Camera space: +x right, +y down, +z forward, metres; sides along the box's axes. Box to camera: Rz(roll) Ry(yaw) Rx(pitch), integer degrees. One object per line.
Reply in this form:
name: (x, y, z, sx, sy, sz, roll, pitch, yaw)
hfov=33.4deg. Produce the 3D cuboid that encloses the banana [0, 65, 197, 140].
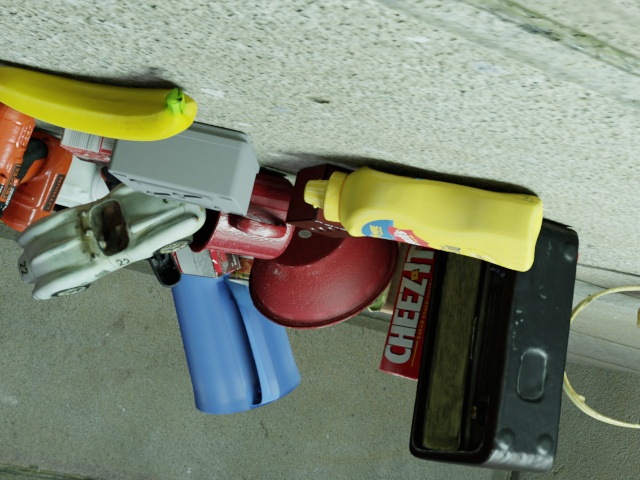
banana: (-0.159, -0.101, 0.772, 0.198, 0.037, 0.069, 8, 155, 30)

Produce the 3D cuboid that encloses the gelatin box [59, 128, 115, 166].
gelatin box: (-0.191, -0.085, 1.005, 0.089, 0.030, 0.073, 13, 174, 4)

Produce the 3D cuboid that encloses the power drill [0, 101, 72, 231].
power drill: (-0.303, -0.041, 1.018, 0.057, 0.184, 0.187, 25, -177, -1)

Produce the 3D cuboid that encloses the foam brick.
foam brick: (0.009, -0.034, 0.945, 0.053, 0.051, 0.078, 15, 174, -19)

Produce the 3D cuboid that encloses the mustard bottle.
mustard bottle: (0.080, -0.023, 0.863, 0.192, 0.058, 0.096, 12, 174, 14)

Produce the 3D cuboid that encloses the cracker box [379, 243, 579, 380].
cracker box: (0.161, 0.079, 1.132, 0.072, 0.164, 0.214, 18, 172, -30)

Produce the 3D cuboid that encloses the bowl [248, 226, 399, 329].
bowl: (-0.005, 0.009, 1.071, 0.162, 0.162, 0.055, 10, 143, 31)

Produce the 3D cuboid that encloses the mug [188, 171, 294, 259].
mug: (-0.069, -0.025, 1.005, 0.081, 0.093, 0.117, 11, -171, -27)

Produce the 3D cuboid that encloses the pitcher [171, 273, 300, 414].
pitcher: (-0.110, 0.078, 1.277, 0.149, 0.243, 0.144, -7, -166, 26)

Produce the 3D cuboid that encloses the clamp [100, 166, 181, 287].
clamp: (-0.192, -0.042, 1.116, 0.039, 0.120, 0.172, -20, -131, -25)

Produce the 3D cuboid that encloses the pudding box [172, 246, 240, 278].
pudding box: (-0.141, -0.009, 1.154, 0.039, 0.090, 0.114, -25, -161, -38)
